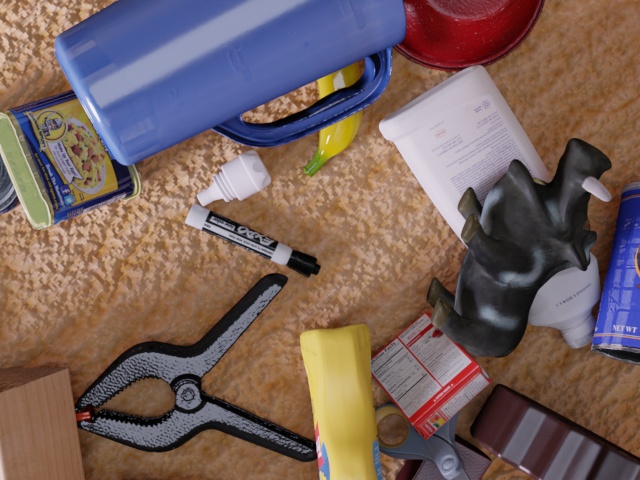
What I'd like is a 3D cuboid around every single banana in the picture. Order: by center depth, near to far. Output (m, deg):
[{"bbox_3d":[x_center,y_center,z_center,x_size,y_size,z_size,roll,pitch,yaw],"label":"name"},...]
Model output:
[{"bbox_3d":[-0.006,-0.156,0.888,0.069,0.037,0.198,-17,95,-4],"label":"banana"}]

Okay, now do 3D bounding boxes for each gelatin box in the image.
[{"bbox_3d":[0.088,0.111,0.890,0.073,0.089,0.030,-41,129,-1],"label":"gelatin box"}]

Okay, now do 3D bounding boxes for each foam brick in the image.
[{"bbox_3d":[0.101,0.203,0.914,0.053,0.051,0.078,31,91,-5],"label":"foam brick"}]

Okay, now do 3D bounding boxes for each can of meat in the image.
[{"bbox_3d":[-0.203,-0.068,0.855,0.083,0.058,0.102,-25,97,-33],"label":"can of meat"}]

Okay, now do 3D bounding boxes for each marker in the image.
[{"bbox_3d":[-0.056,0.001,0.905,0.121,0.020,0.020,24,92,-5],"label":"marker"}]

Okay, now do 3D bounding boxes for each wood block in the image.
[{"bbox_3d":[-0.248,0.213,0.860,0.091,0.090,0.206,-5,95,28],"label":"wood block"}]

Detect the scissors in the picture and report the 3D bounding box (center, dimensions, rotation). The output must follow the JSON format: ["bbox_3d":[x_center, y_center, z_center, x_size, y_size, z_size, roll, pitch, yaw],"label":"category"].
[{"bbox_3d":[0.088,0.185,0.860,0.096,0.202,0.016,-31,129,20],"label":"scissors"}]

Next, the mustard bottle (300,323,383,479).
[{"bbox_3d":[0.022,0.166,0.870,0.058,0.096,0.191,-7,85,-3],"label":"mustard bottle"}]

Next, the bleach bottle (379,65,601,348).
[{"bbox_3d":[0.155,-0.016,0.897,0.102,0.068,0.251,-31,98,3],"label":"bleach bottle"}]

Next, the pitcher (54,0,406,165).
[{"bbox_3d":[-0.063,-0.147,0.799,0.242,0.145,0.149,-29,79,-6],"label":"pitcher"}]

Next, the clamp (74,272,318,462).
[{"bbox_3d":[-0.107,0.115,0.901,0.210,0.036,0.164,-5,95,-3],"label":"clamp"}]

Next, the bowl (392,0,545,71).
[{"bbox_3d":[0.116,-0.223,0.882,0.162,0.055,0.162,0,94,-4],"label":"bowl"}]
